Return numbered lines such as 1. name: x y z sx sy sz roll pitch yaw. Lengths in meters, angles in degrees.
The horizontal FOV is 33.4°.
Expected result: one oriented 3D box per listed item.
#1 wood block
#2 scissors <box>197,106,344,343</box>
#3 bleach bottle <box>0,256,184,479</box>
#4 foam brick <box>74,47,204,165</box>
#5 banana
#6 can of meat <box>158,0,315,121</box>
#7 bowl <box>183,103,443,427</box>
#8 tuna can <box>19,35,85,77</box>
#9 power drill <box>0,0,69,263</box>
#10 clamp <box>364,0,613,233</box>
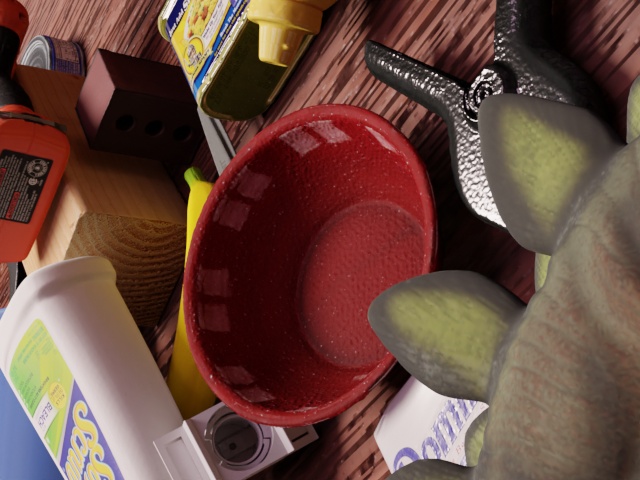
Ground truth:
1. wood block: -0.177 -0.038 0.792 0.091 0.090 0.206 -63 39 25
2. scissors: -0.054 0.001 0.637 0.096 0.016 0.202 -47 52 7
3. bleach bottle: -0.109 0.137 0.642 0.251 0.067 0.103 55 132 20
4. foam brick: -0.121 -0.091 0.738 0.053 0.078 0.051 -61 40 30
5. banana: -0.076 0.048 0.682 0.070 0.037 0.198 169 109 -73
6. can of meat: -0.051 -0.137 0.667 0.102 0.057 0.084 -54 45 33
7. bowl: 0.005 0.016 0.537 0.162 0.055 0.162 -14 67 37
8. tuna can: -0.244 -0.139 0.956 0.086 0.033 0.086 -16 70 52
9. power drill: -0.244 -0.066 0.764 0.188 0.057 0.185 53 125 46
10. clamp: 0.076 -0.062 0.487 0.120 0.039 0.171 -38 54 46
